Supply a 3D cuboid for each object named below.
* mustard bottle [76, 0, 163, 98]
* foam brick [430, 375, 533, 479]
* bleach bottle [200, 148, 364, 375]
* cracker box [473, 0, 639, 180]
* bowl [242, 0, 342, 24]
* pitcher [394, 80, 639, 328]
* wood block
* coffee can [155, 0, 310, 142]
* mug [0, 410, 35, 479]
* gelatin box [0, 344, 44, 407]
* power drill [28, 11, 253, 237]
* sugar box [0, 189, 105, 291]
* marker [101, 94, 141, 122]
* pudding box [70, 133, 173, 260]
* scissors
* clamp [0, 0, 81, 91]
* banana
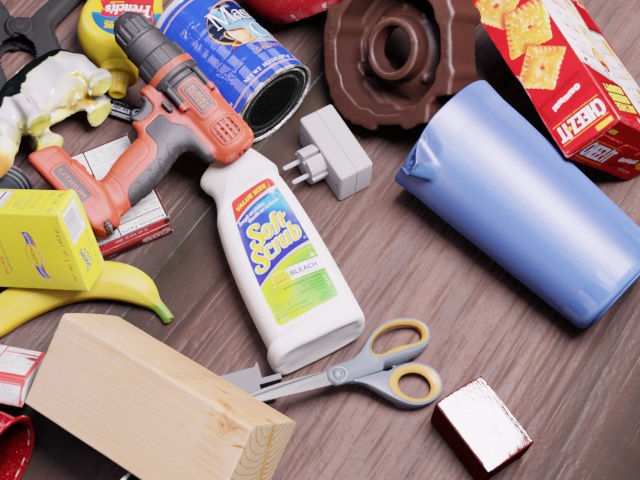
[{"bbox_3d":[-0.214,-0.239,1.158,0.096,0.058,0.191,12,62,-24],"label":"mustard bottle"},{"bbox_3d":[0.145,0.173,0.970,0.051,0.053,0.078,-32,70,-16],"label":"foam brick"},{"bbox_3d":[-0.057,0.001,1.047,0.102,0.068,0.251,-25,65,-13],"label":"bleach bottle"},{"bbox_3d":[0.254,-0.172,1.085,0.072,0.163,0.214,-39,63,28],"label":"cracker box"},{"bbox_3d":[-0.015,-0.276,1.158,0.162,0.162,0.055,-25,108,-13],"label":"bowl"},{"bbox_3d":[0.207,-0.036,1.042,0.243,0.145,0.149,43,84,14],"label":"pitcher"},{"bbox_3d":[-0.139,0.148,0.922,0.206,0.090,0.091,26,95,23],"label":"wood block"},{"bbox_3d":[-0.094,-0.185,1.114,0.102,0.103,0.140,-39,71,-18],"label":"coffee can"},{"bbox_3d":[-0.315,0.193,0.939,0.081,0.093,0.117,21,101,14],"label":"mug"},{"bbox_3d":[-0.295,0.120,0.965,0.073,0.089,0.030,10,99,-5],"label":"gelatin box"},{"bbox_3d":[-0.186,-0.109,1.033,0.187,0.057,0.184,-41,84,-10],"label":"power drill"},{"bbox_3d":[-0.299,-0.002,0.997,0.176,0.093,0.048,0,38,17],"label":"sugar box"},{"bbox_3d":[-0.181,-0.128,1.130,0.121,0.020,0.020,19,65,8],"label":"marker"},{"bbox_3d":[-0.212,-0.042,1.077,0.090,0.039,0.113,-23,69,-13],"label":"pudding box"},{"bbox_3d":[0.032,0.138,0.983,0.201,0.016,0.096,-28,75,-28],"label":"scissors"},{"bbox_3d":[-0.337,-0.231,1.164,0.164,0.036,0.210,9,65,-7],"label":"clamp"},{"bbox_3d":[-0.244,0.056,1.028,0.197,0.037,0.069,-7,64,-5],"label":"banana"}]
